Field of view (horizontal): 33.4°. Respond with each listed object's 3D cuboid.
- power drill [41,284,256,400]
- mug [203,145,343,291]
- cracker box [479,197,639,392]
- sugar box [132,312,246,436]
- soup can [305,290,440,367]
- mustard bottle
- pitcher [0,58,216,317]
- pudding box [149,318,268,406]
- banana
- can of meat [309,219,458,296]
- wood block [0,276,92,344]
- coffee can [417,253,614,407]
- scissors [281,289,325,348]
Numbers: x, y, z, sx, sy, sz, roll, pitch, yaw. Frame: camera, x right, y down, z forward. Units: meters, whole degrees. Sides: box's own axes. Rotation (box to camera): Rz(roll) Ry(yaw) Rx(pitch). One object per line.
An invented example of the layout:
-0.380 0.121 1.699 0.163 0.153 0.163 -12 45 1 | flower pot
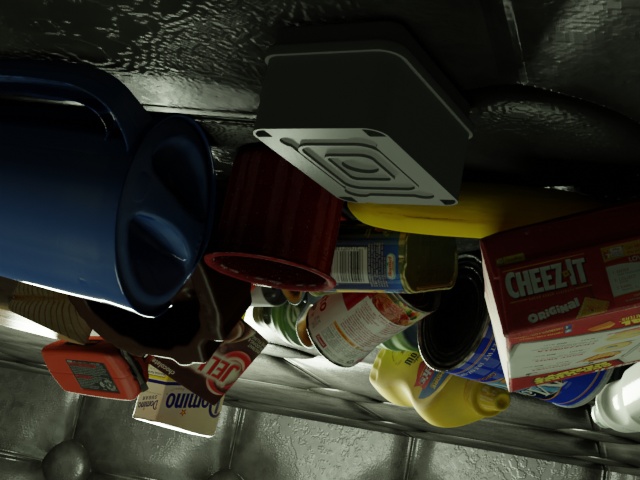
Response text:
-0.171 0.065 1.002 0.185 0.187 0.057 -2 125 39 | power drill
-0.033 -0.014 0.753 0.093 0.081 0.117 18 164 -25 | mug
0.195 0.037 0.709 0.164 0.072 0.213 -14 162 7 | cracker box
-0.137 0.120 1.167 0.048 0.176 0.093 0 162 41 | sugar box
0.044 0.058 0.920 0.068 0.068 0.102 21 133 -36 | soup can
0.124 0.131 1.025 0.058 0.096 0.192 49 168 -20 | mustard bottle
-0.204 -0.042 0.720 0.243 0.149 0.144 10 -179 19 | pitcher
-0.121 0.107 1.099 0.113 0.090 0.039 42 178 -39 | pudding box
0.093 -0.024 0.719 0.198 0.037 0.069 6 -165 30 | banana
0.048 0.013 0.811 0.084 0.057 0.101 0 -179 30 | can of meat
-0.289 0.025 0.965 0.207 0.090 0.090 7 160 41 | wood block
0.169 0.079 0.919 0.140 0.103 0.103 18 165 -25 | coffee can
-0.002 0.026 0.994 0.016 0.096 0.202 -18 148 -27 | scissors
